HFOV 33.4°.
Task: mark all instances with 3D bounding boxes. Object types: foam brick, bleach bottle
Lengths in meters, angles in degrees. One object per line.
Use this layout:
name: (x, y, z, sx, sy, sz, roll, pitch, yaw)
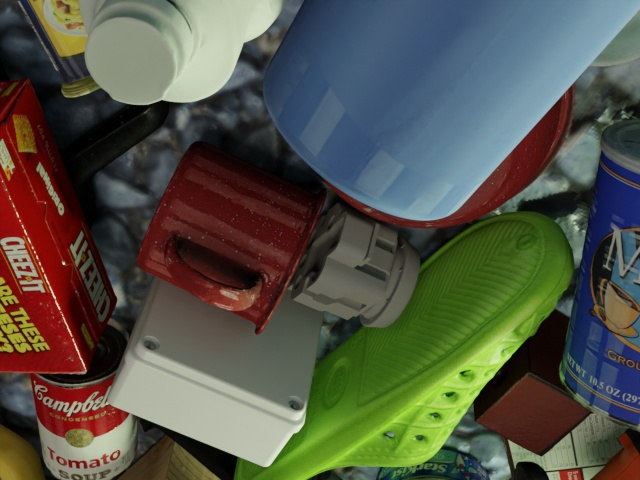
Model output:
foam brick: (0.129, 0.080, 0.654, 0.051, 0.078, 0.053, 30, 123, -13)
bleach bottle: (-0.040, -0.120, 0.418, 0.068, 0.250, 0.102, -8, 125, 13)

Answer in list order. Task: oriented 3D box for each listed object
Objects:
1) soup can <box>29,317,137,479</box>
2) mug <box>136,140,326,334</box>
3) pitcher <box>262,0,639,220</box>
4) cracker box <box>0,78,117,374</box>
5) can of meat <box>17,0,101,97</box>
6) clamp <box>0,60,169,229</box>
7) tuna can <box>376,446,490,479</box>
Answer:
soup can: (-0.159, 0.109, 0.722, 0.068, 0.068, 0.102, 6, 128, 3)
mug: (-0.054, 0.001, 0.599, 0.081, 0.117, 0.093, 25, 119, -5)
pitcher: (0.075, -0.134, 0.433, 0.145, 0.149, 0.243, 36, 120, -1)
cracker box: (-0.244, -0.004, 0.608, 0.214, 0.072, 0.164, -2, 130, 14)
can of meat: (-0.102, -0.132, 0.532, 0.102, 0.057, 0.084, -22, 119, 6)
clamp: (-0.156, -0.042, 0.628, 0.120, 0.039, 0.172, 17, 130, 1)
tuna can: (0.081, 0.187, 0.768, 0.086, 0.033, 0.086, 4, 127, 5)
